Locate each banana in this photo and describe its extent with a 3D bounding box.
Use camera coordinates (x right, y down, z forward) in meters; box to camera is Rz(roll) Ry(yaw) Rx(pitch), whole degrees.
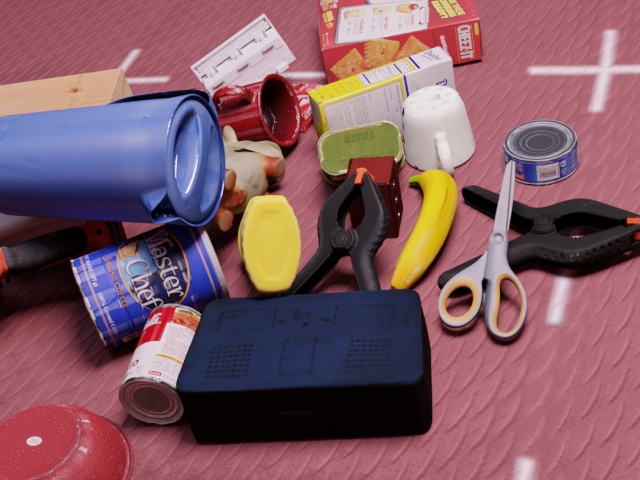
[{"bbox_3d":[0.117,-0.022,1.162,0.070,0.037,0.197,-45,18,37],"label":"banana"}]

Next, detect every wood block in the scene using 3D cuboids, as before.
[{"bbox_3d":[-0.335,-0.138,1.307,0.206,0.090,0.091,-6,43,10],"label":"wood block"}]

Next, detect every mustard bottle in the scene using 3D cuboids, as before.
[{"bbox_3d":[-0.057,0.001,1.123,0.058,0.096,0.192,-4,2,-6],"label":"mustard bottle"}]

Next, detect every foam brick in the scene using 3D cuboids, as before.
[{"bbox_3d":[0.060,-0.047,1.184,0.051,0.078,0.053,-2,42,14],"label":"foam brick"}]

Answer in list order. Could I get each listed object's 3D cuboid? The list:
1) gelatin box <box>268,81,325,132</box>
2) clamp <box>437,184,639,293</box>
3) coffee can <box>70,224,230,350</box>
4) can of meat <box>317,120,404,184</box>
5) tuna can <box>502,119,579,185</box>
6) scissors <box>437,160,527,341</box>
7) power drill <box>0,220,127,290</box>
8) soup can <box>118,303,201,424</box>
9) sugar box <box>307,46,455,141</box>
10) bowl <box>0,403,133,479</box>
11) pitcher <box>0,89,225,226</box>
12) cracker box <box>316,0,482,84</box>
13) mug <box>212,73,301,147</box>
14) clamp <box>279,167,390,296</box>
[{"bbox_3d":[-0.044,-0.180,1.418,0.089,0.030,0.073,10,44,28],"label":"gelatin box"},{"bbox_3d":[0.226,0.000,1.105,0.210,0.036,0.164,3,43,27],"label":"clamp"},{"bbox_3d":[-0.179,0.042,1.127,0.140,0.103,0.103,-22,39,-10],"label":"coffee can"},{"bbox_3d":[0.047,-0.103,1.240,0.102,0.057,0.084,-12,-2,3],"label":"can of meat"},{"bbox_3d":[0.253,-0.102,1.226,0.086,0.034,0.086,-9,38,7],"label":"tuna can"},{"bbox_3d":[0.161,0.010,1.075,0.096,0.016,0.202,-9,59,11],"label":"scissors"},{"bbox_3d":[-0.317,0.020,1.195,0.187,0.057,0.185,-20,0,-22],"label":"power drill"},{"bbox_3d":[-0.152,0.122,1.048,0.068,0.068,0.102,-2,40,15],"label":"soup can"},{"bbox_3d":[0.079,-0.166,1.312,0.176,0.093,0.048,-21,39,-10],"label":"sugar box"},{"bbox_3d":[-0.258,0.205,0.990,0.162,0.055,0.162,-8,38,6],"label":"bowl"},{"bbox_3d":[-0.227,-0.088,1.115,0.243,0.145,0.149,1,3,20],"label":"pitcher"},{"bbox_3d":[0.105,-0.296,1.483,0.214,0.072,0.164,-10,39,4],"label":"cracker box"},{"bbox_3d":[-0.089,-0.161,1.339,0.082,0.117,0.093,-9,67,32],"label":"mug"},{"bbox_3d":[0.019,0.009,1.113,0.120,0.039,0.171,1,70,18],"label":"clamp"}]
